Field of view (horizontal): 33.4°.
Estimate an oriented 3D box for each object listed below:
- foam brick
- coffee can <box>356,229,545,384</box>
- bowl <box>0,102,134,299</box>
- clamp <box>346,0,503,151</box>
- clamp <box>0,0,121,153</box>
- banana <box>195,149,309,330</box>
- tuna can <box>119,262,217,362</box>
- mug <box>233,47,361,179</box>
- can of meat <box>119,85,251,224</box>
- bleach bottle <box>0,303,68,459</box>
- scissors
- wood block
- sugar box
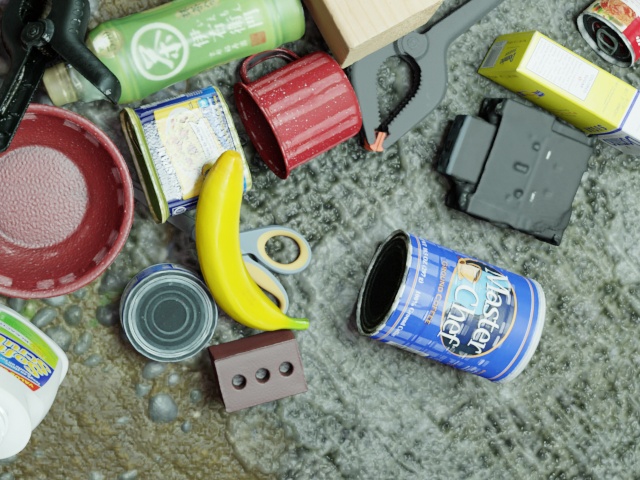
[{"bbox_3d":[-0.057,0.116,0.964,0.078,0.051,0.053,-15,101,-11],"label":"foam brick"},{"bbox_3d":[0.117,0.061,0.972,0.140,0.103,0.103,21,92,-15],"label":"coffee can"},{"bbox_3d":[-0.240,-0.034,0.898,0.162,0.055,0.162,-2,98,-13],"label":"bowl"},{"bbox_3d":[0.071,-0.185,0.961,0.164,0.036,0.210,25,91,-10],"label":"clamp"},{"bbox_3d":[-0.226,-0.149,0.852,0.120,0.171,0.039,-24,146,5],"label":"clamp"},{"bbox_3d":[-0.071,0.012,0.915,0.069,0.037,0.198,-27,127,-8],"label":"banana"},{"bbox_3d":[-0.135,0.064,0.948,0.086,0.034,0.086,-2,98,-13],"label":"tuna can"},{"bbox_3d":[-0.024,-0.121,0.929,0.081,0.093,0.117,-29,67,-13],"label":"mug"},{"bbox_3d":[-0.115,-0.075,0.915,0.083,0.057,0.102,-19,94,-17],"label":"can of meat"},{"bbox_3d":[-0.244,0.115,0.816,0.102,0.251,0.068,43,86,-15],"label":"bleach bottle"},{"bbox_3d":[-0.087,-0.014,0.958,0.096,0.016,0.201,-41,104,-7],"label":"scissors"},{"bbox_3d":[0.009,-0.260,0.885,0.090,0.091,0.206,-29,91,-4],"label":"wood block"},{"bbox_3d":[0.241,-0.132,0.980,0.176,0.093,0.048,28,91,-15],"label":"sugar box"}]
